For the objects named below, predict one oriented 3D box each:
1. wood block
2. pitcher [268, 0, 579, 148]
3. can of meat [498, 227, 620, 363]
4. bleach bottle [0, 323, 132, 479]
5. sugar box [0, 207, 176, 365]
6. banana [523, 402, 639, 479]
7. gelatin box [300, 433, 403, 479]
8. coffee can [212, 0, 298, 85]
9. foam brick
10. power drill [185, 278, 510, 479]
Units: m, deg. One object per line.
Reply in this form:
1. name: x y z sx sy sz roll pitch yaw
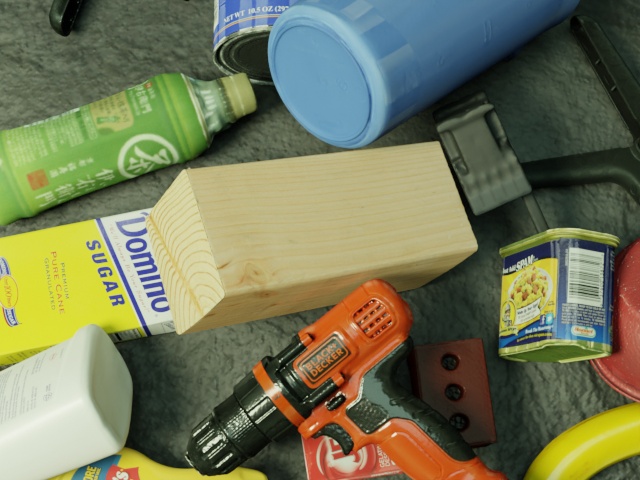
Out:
1. wood block: -0.005 -0.004 0.757 0.205 0.090 0.091 -10 73 -31
2. pitcher: 0.076 -0.177 0.778 0.242 0.145 0.149 -38 91 -33
3. can of meat: 0.172 0.043 0.780 0.057 0.102 0.084 10 76 -17
4. bleach bottle: -0.260 0.148 0.756 0.251 0.102 0.068 -22 118 7
5. sugar box: -0.184 0.035 0.810 0.176 0.048 0.093 -13 74 -3
6. banana: 0.218 0.158 0.782 0.197 0.037 0.069 -29 82 -7
7. gelatin box: 0.020 0.133 0.791 0.073 0.030 0.089 -8 74 -2
8. coffee can: -0.034 -0.208 0.850 0.103 0.103 0.140 -1 74 -1
9. foam brick: 0.096 0.115 0.786 0.053 0.051 0.078 -6 74 -2
10. power drill: 0.026 0.147 0.723 0.184 0.057 0.187 -40 87 3
